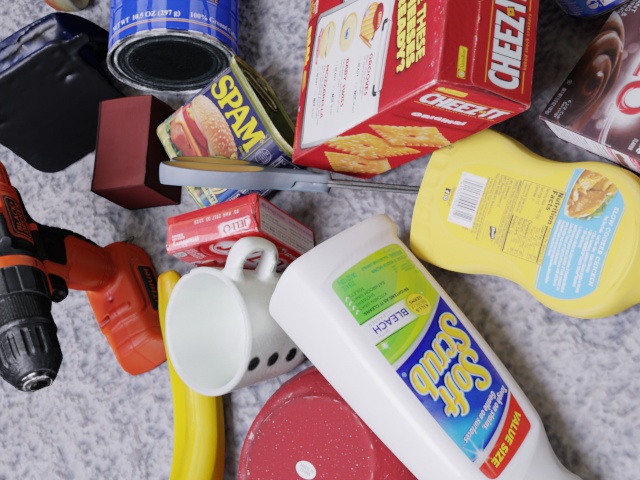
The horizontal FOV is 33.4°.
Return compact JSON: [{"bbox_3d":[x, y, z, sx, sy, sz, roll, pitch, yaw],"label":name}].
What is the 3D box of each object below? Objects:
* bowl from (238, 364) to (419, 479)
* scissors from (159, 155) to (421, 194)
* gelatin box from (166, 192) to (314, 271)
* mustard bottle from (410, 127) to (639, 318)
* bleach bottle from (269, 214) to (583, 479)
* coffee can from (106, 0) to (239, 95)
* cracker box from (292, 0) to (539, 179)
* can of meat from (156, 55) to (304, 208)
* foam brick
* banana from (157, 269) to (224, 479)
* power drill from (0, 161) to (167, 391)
[{"bbox_3d":[0.004,0.151,0.694,0.162,0.055,0.162,-9,70,25],"label":"bowl"},{"bbox_3d":[-0.017,-0.044,0.741,0.096,0.201,0.016,-153,67,-64],"label":"scissors"},{"bbox_3d":[-0.055,0.001,0.754,0.073,0.089,0.030,-13,69,23],"label":"gelatin box"},{"bbox_3d":[0.154,-0.005,0.664,0.192,0.058,0.096,22,97,31],"label":"mustard bottle"},{"bbox_3d":[0.083,0.100,0.653,0.251,0.102,0.068,47,141,19],"label":"bleach bottle"},{"bbox_3d":[-0.115,-0.201,0.845,0.103,0.102,0.140,-10,69,24],"label":"coffee can"},{"bbox_3d":[0.058,-0.141,0.684,0.214,0.072,0.164,162,117,-65],"label":"cracker box"},{"bbox_3d":[-0.066,-0.073,0.805,0.084,0.057,0.102,-38,61,14],"label":"can of meat"},{"bbox_3d":[-0.143,-0.069,0.845,0.051,0.053,0.078,-7,72,26],"label":"foam brick"},{"bbox_3d":[-0.092,0.118,0.748,0.037,0.069,0.198,-11,59,14],"label":"banana"},{"bbox_3d":[-0.176,0.038,0.749,0.057,0.187,0.184,-33,60,12],"label":"power drill"}]
